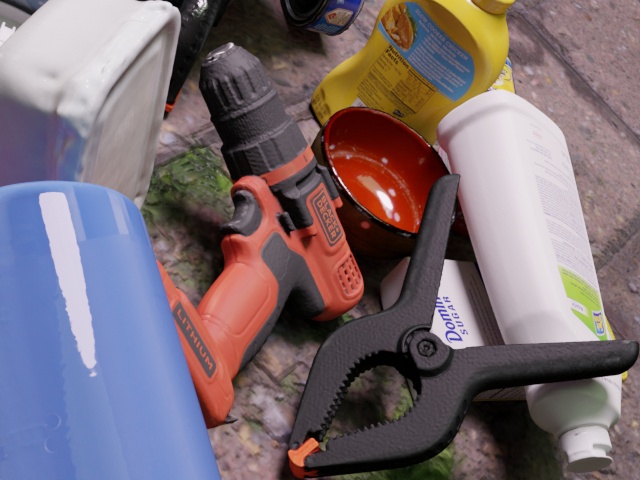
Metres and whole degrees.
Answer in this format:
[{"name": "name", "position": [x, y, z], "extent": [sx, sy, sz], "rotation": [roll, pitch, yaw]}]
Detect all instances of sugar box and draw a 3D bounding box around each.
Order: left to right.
[{"name": "sugar box", "position": [0.130, 0.064, 0.751], "extent": [0.175, 0.048, 0.093], "rotation": [4, 55, -32]}]

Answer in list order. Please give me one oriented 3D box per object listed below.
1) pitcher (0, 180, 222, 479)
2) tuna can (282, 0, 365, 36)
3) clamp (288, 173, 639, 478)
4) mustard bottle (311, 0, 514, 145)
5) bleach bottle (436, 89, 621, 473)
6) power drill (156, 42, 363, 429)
[{"name": "pitcher", "position": [-0.112, 0.106, 0.439], "extent": [0.148, 0.145, 0.243], "rotation": [2, 63, -43]}, {"name": "tuna can", "position": [0.004, -0.210, 0.859], "extent": [0.033, 0.086, 0.086], "rotation": [7, 52, -32]}, {"name": "clamp", "position": [0.071, 0.072, 0.625], "extent": [0.165, 0.036, 0.209], "rotation": [39, 69, 20]}, {"name": "mustard bottle", "position": [0.078, -0.133, 0.768], "extent": [0.096, 0.192, 0.058], "rotation": [46, 41, 4]}, {"name": "bleach bottle", "position": [0.144, 0.027, 0.704], "extent": [0.102, 0.068, 0.251], "rotation": [24, 47, -41]}, {"name": "power drill", "position": [-0.054, 0.001, 0.606], "extent": [0.187, 0.057, 0.184], "rotation": [-47, 119, -45]}]
